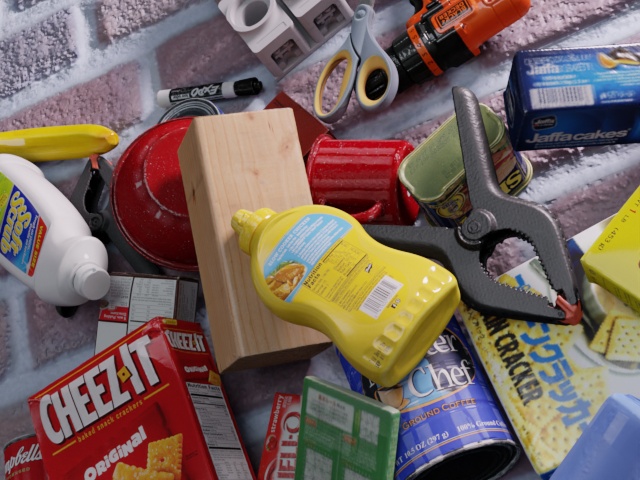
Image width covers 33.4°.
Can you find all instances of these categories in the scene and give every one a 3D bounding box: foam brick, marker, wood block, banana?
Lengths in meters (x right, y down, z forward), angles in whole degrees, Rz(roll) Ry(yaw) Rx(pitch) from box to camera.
[{"bbox_3d":[-0.022,-0.095,1.022,0.053,0.051,0.078,-45,56,-1],"label":"foam brick"},{"bbox_3d":[-0.116,-0.155,1.116,0.121,0.020,0.020,-4,65,25],"label":"marker"},{"bbox_3d":[-0.057,0.001,0.919,0.090,0.091,0.206,-8,77,-19],"label":"wood block"},{"bbox_3d":[-0.295,-0.102,1.154,0.198,0.069,0.037,-3,106,18],"label":"banana"}]

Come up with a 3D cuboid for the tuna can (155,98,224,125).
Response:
[{"bbox_3d":[-0.130,-0.102,1.088,0.086,0.033,0.086,-11,62,21],"label":"tuna can"}]

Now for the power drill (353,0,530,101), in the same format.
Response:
[{"bbox_3d":[0.091,-0.239,1.033,0.185,0.057,0.188,-30,59,15],"label":"power drill"}]

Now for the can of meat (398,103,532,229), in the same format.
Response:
[{"bbox_3d":[0.124,-0.058,0.912,0.102,0.083,0.057,-43,56,2],"label":"can of meat"}]

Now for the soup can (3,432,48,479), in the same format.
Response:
[{"bbox_3d":[-0.250,0.233,0.968,0.068,0.068,0.102,-22,59,15],"label":"soup can"}]

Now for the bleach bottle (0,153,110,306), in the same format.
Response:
[{"bbox_3d":[-0.271,-0.005,1.053,0.251,0.068,0.102,28,92,49],"label":"bleach bottle"}]

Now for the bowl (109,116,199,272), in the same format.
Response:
[{"bbox_3d":[-0.119,-0.054,1.005,0.162,0.055,0.162,2,71,-5],"label":"bowl"}]

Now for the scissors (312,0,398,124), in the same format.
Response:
[{"bbox_3d":[0.053,-0.200,0.997,0.096,0.016,0.202,21,86,38],"label":"scissors"}]

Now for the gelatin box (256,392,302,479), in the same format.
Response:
[{"bbox_3d":[-0.011,0.177,0.899,0.073,0.030,0.089,2,68,27],"label":"gelatin box"}]

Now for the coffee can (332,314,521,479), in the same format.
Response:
[{"bbox_3d":[0.081,0.123,0.836,0.103,0.102,0.140,-30,57,11],"label":"coffee can"}]

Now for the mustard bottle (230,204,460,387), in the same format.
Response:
[{"bbox_3d":[0.004,0.025,0.817,0.192,0.058,0.096,31,74,29],"label":"mustard bottle"}]

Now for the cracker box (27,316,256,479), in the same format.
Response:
[{"bbox_3d":[-0.148,0.196,0.906,0.164,0.072,0.214,-32,65,20],"label":"cracker box"}]

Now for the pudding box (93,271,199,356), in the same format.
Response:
[{"bbox_3d":[-0.164,0.087,0.999,0.090,0.039,0.113,3,86,26],"label":"pudding box"}]

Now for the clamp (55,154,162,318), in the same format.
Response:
[{"bbox_3d":[-0.211,-0.009,1.083,0.120,0.039,0.171,-6,71,17],"label":"clamp"}]

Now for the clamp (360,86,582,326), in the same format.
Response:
[{"bbox_3d":[0.113,-0.001,0.829,0.164,0.036,0.210,-43,62,8],"label":"clamp"}]

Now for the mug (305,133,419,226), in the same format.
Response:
[{"bbox_3d":[0.037,-0.043,0.937,0.082,0.093,0.117,2,27,22],"label":"mug"}]
